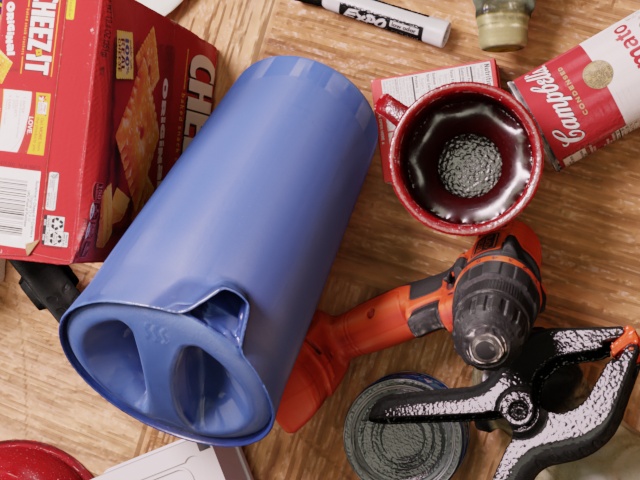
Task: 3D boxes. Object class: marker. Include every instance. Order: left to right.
[{"bbox_3d":[0.033,-0.164,0.758,0.121,0.020,0.020,21,95,14],"label":"marker"}]

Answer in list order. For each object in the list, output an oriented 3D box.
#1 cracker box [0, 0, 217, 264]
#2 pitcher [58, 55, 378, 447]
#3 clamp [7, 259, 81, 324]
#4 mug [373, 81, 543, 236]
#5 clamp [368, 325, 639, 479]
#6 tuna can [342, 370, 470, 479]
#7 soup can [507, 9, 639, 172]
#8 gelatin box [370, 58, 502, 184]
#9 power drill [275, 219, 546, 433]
[{"bbox_3d":[-0.136,-0.068,0.702,0.072,0.213,0.164,7,92,13],"label":"cracker box"},{"bbox_3d":[-0.054,0.001,0.677,0.149,0.145,0.242,4,47,26],"label":"pitcher"},{"bbox_3d":[-0.195,0.026,0.756,0.036,0.165,0.210,-38,102,-12],"label":"clamp"},{"bbox_3d":[0.084,-0.056,0.679,0.117,0.081,0.093,33,97,9],"label":"mug"},{"bbox_3d":[0.121,0.116,0.632,0.172,0.039,0.120,-30,69,16],"label":"clamp"},{"bbox_3d":[0.059,0.135,0.741,0.086,0.033,0.086,0,89,15],"label":"tuna can"},{"bbox_3d":[0.183,-0.098,0.693,0.102,0.068,0.068,-29,82,12],"label":"soup can"},{"bbox_3d":[0.084,-0.081,0.738,0.089,0.030,0.073,-8,87,12],"label":"gelatin box"},{"bbox_3d":[0.053,0.059,0.677,0.188,0.184,0.057,-24,99,21],"label":"power drill"}]
